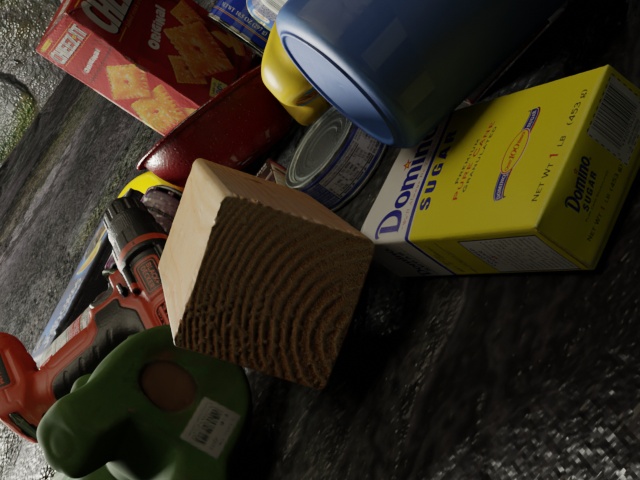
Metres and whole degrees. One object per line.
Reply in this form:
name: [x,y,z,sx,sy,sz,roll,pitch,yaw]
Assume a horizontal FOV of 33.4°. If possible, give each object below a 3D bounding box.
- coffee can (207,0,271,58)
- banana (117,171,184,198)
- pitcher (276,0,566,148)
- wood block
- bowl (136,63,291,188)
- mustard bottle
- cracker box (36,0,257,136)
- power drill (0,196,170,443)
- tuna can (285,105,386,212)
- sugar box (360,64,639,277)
coffee can: [-0.031,-0.251,1.061,0.140,0.102,0.103,-54,21,4]
banana: [-0.194,-0.047,1.208,0.198,0.037,0.069,-24,55,55]
pitcher: [0.084,-0.178,0.607,0.243,0.145,0.149,-47,25,-4]
wood block: [-0.043,0.012,0.671,0.206,0.090,0.090,-137,65,-76]
bowl: [-0.078,-0.090,0.921,0.162,0.055,0.162,-37,3,2]
mustard bottle: [0.001,-0.139,0.787,0.096,0.058,0.191,-42,-5,3]
cracker box: [-0.175,-0.206,1.147,0.072,0.213,0.164,-40,26,35]
power drill: [-0.193,0.063,0.881,0.187,0.057,0.185,-36,47,0]
tuna can: [0.012,-0.065,0.799,0.086,0.033,0.086,-45,24,26]
sugar box: [0.091,-0.030,0.569,0.176,0.048,0.093,-5,54,62]
